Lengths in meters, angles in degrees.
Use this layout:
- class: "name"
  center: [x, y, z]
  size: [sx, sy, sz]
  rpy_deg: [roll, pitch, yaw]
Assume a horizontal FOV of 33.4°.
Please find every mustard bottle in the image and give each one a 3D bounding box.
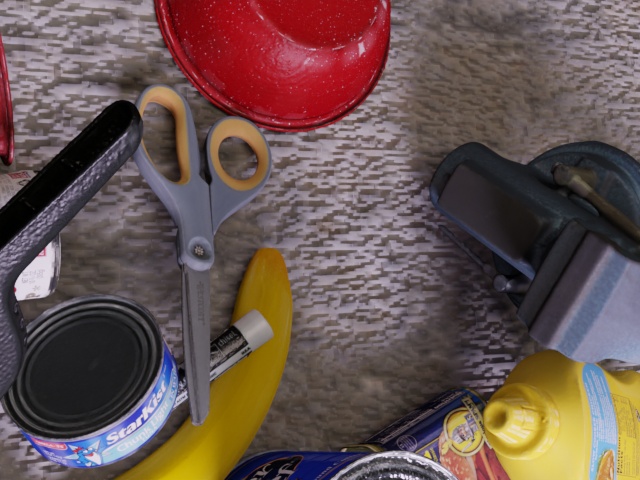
- class: "mustard bottle"
  center: [0.150, 0.114, 0.627]
  size: [0.191, 0.058, 0.096]
  rpy_deg: [22, 64, -49]

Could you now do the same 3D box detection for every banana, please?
- class: "banana"
  center: [-0.064, 0.092, 0.586]
  size: [0.069, 0.037, 0.197]
  rpy_deg: [46, 65, -11]

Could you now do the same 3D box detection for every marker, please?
- class: "marker"
  center: [-0.077, 0.078, 0.563]
  size: [0.121, 0.020, 0.020]
  rpy_deg: [-36, 96, -17]

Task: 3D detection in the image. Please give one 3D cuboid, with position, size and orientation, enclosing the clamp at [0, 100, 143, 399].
- class: "clamp"
  center: [-0.182, 0.021, 0.473]
  size: [0.164, 0.036, 0.210]
  rpy_deg: [7, 118, -35]

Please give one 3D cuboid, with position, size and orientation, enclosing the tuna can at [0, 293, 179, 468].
- class: "tuna can"
  center: [-0.116, 0.071, 0.541]
  size: [0.086, 0.034, 0.086]
  rpy_deg: [-7, 50, 8]

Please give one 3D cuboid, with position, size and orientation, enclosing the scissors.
- class: "scissors"
  center: [-0.054, 0.001, 0.591]
  size: [0.096, 0.016, 0.202]
  rpy_deg: [-3, 65, -35]

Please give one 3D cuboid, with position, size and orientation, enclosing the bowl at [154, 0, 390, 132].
- class: "bowl"
  center: [-0.016, -0.150, 0.646]
  size: [0.161, 0.055, 0.162]
  rpy_deg: [5, 78, -25]

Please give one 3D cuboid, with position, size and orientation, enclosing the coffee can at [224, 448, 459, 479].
- class: "coffee can"
  center: [0.005, 0.159, 0.547]
  size: [0.102, 0.141, 0.103]
  rpy_deg: [5, 78, -25]

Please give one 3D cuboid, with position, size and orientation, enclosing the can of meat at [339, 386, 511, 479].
- class: "can of meat"
  center: [0.072, 0.148, 0.629]
  size: [0.083, 0.058, 0.102]
  rpy_deg: [-26, 92, -30]
